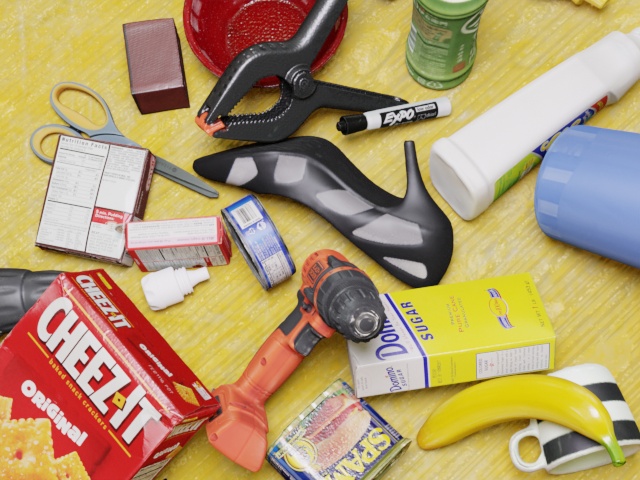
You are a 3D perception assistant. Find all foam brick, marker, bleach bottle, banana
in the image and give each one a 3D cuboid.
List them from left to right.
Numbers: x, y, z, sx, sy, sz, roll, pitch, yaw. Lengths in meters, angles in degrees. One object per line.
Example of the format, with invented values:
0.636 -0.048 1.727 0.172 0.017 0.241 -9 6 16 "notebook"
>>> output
-0.161 -0.171 1.049 0.051 0.053 0.078 -10 74 -1 "foam brick"
0.070 -0.119 1.020 0.121 0.020 0.020 -13 72 -23 "marker"
0.163 0.146 0.894 0.198 0.037 0.069 -5 62 43 "banana"
0.217 -0.123 0.992 0.250 0.102 0.068 -37 74 -8 "bleach bottle"

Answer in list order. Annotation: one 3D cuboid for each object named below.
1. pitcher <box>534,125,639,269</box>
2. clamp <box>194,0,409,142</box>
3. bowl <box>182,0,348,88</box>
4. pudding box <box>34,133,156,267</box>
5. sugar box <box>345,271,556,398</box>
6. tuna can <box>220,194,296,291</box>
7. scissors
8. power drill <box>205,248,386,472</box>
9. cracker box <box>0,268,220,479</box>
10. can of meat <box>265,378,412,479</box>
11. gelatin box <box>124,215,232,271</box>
0.316 -0.033 0.909 0.243 0.148 0.145 19 112 39 "pitcher"
-0.021 -0.160 0.980 0.209 0.164 0.036 -23 30 -18 "clamp"
-0.053 -0.214 1.056 0.162 0.055 0.162 -1 73 2 "bowl"
-0.213 -0.038 1.010 0.090 0.039 0.113 11 82 7 "pudding box"
0.110 0.082 0.944 0.176 0.048 0.093 -7 37 -2 "sugar box"
-0.056 0.001 0.975 0.033 0.086 0.086 -30 74 -8 "tuna can"
-0.202 -0.077 1.041 0.202 0.016 0.096 42 81 13 "scissors"
-0.021 0.099 0.894 0.057 0.184 0.188 37 94 -13 "power drill"
-0.215 0.155 0.900 0.164 0.072 0.214 46 107 14 "cracker box"
0.014 0.183 0.927 0.084 0.057 0.102 43 69 16 "can of meat"
-0.130 0.003 0.984 0.089 0.073 0.030 -5 73 1 "gelatin box"
